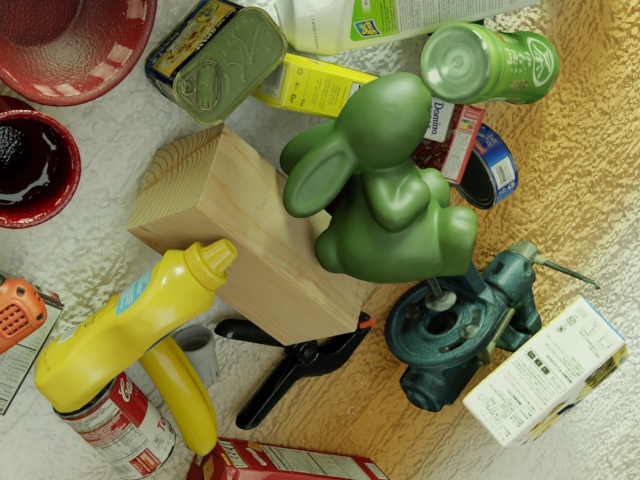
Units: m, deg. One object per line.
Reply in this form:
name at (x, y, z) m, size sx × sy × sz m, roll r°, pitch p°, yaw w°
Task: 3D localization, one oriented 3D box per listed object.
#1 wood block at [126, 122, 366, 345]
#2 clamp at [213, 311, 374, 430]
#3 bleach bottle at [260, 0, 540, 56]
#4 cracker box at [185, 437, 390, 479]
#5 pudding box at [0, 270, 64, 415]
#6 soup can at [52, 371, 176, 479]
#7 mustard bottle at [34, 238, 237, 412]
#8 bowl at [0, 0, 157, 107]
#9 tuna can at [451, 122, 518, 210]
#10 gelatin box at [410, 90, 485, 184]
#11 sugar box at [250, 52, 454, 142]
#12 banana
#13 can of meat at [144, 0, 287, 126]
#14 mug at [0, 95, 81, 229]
wood block at (-0.056, 0.001, 0.941) m, size 0.205 × 0.091 × 0.090 m, roll 40°, pitch 51°, yaw -35°
clamp at (-0.027, 0.099, 1.049) m, size 0.171 × 0.039 × 0.120 m, roll -32°, pitch 127°, yaw -22°
bleach bottle at (0.063, -0.223, 0.924) m, size 0.250 × 0.068 × 0.102 m, roll -15°, pitch 128°, yaw -4°
cracker box at (-0.045, 0.300, 1.100) m, size 0.213 × 0.072 × 0.164 m, roll 15°, pitch 101°, yaw -33°
pudding box at (-0.282, 0.082, 0.896) m, size 0.089 × 0.039 × 0.113 m, roll 28°, pitch 96°, yaw -35°
soup can at (-0.185, 0.162, 0.966) m, size 0.068 × 0.069 × 0.102 m, roll -40°, pitch 124°, yaw -10°
mustard bottle at (-0.146, 0.061, 0.879) m, size 0.192 × 0.096 × 0.058 m, roll -37°, pitch 100°, yaw 15°
bowl at (-0.203, -0.185, 0.806) m, size 0.161 × 0.055 × 0.162 m, roll -22°, pitch 123°, yaw -40°
tuna can at (0.156, -0.075, 1.052) m, size 0.033 × 0.086 × 0.086 m, roll -33°, pitch 122°, yaw -16°
gelatin box at (0.109, -0.102, 1.012) m, size 0.030 × 0.089 × 0.073 m, roll 12°, pitch 103°, yaw -32°
sugar box at (0.022, -0.131, 0.948) m, size 0.175 × 0.093 × 0.048 m, roll 5°, pitch 107°, yaw -32°
banana at (-0.137, 0.134, 0.979) m, size 0.037 × 0.070 × 0.198 m, roll -48°, pitch 129°, yaw -39°
can of meat at (-0.090, -0.151, 0.881) m, size 0.102 × 0.084 × 0.057 m, roll -47°, pitch 125°, yaw -5°
mug at (-0.248, -0.074, 0.824) m, size 0.093 × 0.082 × 0.117 m, roll -39°, pitch 124°, yaw -10°
